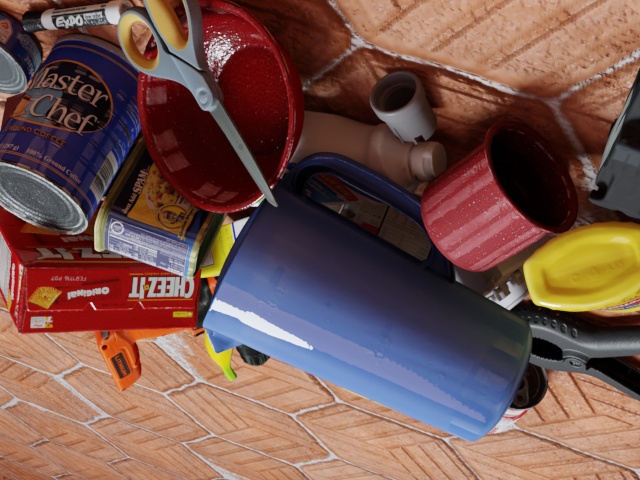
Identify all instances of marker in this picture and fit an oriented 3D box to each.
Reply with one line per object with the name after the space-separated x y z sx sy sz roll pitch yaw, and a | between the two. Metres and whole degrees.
-0.202 -0.183 0.874 0.121 0.020 0.020 3 147 35 | marker

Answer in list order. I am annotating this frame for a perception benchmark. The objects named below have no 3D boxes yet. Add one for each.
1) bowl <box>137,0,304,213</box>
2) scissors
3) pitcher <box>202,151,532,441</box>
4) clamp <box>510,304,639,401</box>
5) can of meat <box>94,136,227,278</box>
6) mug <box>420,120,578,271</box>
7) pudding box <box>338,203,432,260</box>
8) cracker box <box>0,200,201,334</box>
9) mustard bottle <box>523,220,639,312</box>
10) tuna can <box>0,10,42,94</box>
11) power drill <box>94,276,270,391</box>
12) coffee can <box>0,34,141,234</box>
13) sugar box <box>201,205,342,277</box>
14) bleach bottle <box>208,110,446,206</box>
-0.066 -0.104 0.818 0.162 0.055 0.162 10 107 37 | bowl
-0.097 -0.108 0.796 0.096 0.016 0.202 -19 93 45 | scissors
0.043 0.051 0.839 0.243 0.145 0.149 26 148 -2 | pitcher
0.255 0.109 1.020 0.210 0.036 0.164 10 150 28 | clamp
-0.124 -0.025 0.866 0.084 0.102 0.057 19 142 3 | can of meat
0.137 -0.031 0.799 0.082 0.117 0.093 -38 77 42 | mug
0.047 0.017 0.934 0.090 0.113 0.039 23 168 0 | pudding box
-0.225 0.019 1.030 0.164 0.072 0.214 0 -163 -25 | cracker box
0.225 0.024 0.811 0.096 0.058 0.191 -20 167 24 | mustard bottle
-0.294 -0.171 0.953 0.086 0.033 0.086 19 153 10 | tuna can
-0.151 0.103 1.204 0.187 0.057 0.184 -20 136 -6 | power drill
-0.215 -0.091 0.918 0.103 0.140 0.103 19 153 10 | coffee can
-0.057 0.002 1.018 0.093 0.048 0.177 -9 178 -37 | sugar box
-0.019 -0.072 0.887 0.251 0.068 0.102 3 146 31 | bleach bottle
